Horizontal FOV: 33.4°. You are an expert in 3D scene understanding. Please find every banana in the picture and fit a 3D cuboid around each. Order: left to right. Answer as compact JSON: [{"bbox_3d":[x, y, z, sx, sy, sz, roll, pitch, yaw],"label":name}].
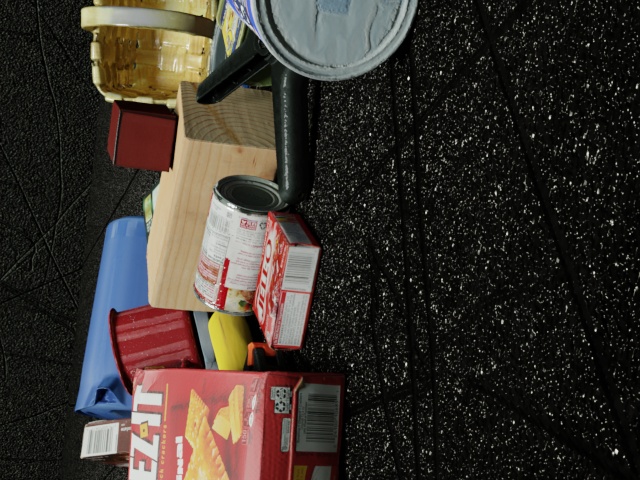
[{"bbox_3d":[-0.074,0.106,0.971,0.198,0.037,0.069,-119,8,-67],"label":"banana"}]

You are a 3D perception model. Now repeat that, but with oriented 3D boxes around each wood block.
[{"bbox_3d":[-0.105,-0.036,1.011,0.091,0.090,0.206,-102,23,-46],"label":"wood block"}]

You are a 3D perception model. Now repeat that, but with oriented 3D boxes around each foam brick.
[{"bbox_3d":[-0.165,-0.097,0.977,0.078,0.053,0.051,-133,51,-70],"label":"foam brick"}]

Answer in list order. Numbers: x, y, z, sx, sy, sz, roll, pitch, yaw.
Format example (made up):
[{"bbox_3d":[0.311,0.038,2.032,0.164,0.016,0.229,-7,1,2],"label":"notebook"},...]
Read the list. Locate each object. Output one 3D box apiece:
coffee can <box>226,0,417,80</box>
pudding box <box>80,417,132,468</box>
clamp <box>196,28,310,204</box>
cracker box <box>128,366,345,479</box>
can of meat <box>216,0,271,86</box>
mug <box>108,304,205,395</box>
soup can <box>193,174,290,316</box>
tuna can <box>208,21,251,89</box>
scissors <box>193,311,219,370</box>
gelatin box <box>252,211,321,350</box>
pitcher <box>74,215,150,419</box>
[{"bbox_3d":[-0.006,-0.170,0.692,0.140,0.102,0.103,-123,41,-64],"label":"coffee can"},{"bbox_3d":[-0.167,0.202,1.065,0.114,0.090,0.039,-10,66,28],"label":"pudding box"},{"bbox_3d":[-0.037,-0.156,0.848,0.165,0.036,0.210,41,126,41],"label":"clamp"},{"bbox_3d":[-0.072,0.175,0.779,0.214,0.072,0.164,-9,76,56],"label":"cracker box"},{"bbox_3d":[-0.053,-0.198,0.937,0.102,0.057,0.084,110,155,-43],"label":"can of meat"},{"bbox_3d":[-0.165,0.112,1.095,0.117,0.081,0.093,-105,2,-55],"label":"mug"},{"bbox_3d":[-0.067,0.004,0.910,0.068,0.068,0.102,-112,32,-57],"label":"soup can"},{"bbox_3d":[-0.090,-0.188,1.096,0.086,0.033,0.086,-176,90,-73],"label":"tuna can"},{"bbox_3d":[-0.127,0.049,1.097,0.096,0.016,0.202,107,150,-77],"label":"scissors"},{"bbox_3d":[-0.029,0.031,0.838,0.073,0.030,0.089,-122,40,-64],"label":"gelatin box"},{"bbox_3d":[-0.216,0.102,1.308,0.149,0.144,0.243,-24,58,58],"label":"pitcher"}]
